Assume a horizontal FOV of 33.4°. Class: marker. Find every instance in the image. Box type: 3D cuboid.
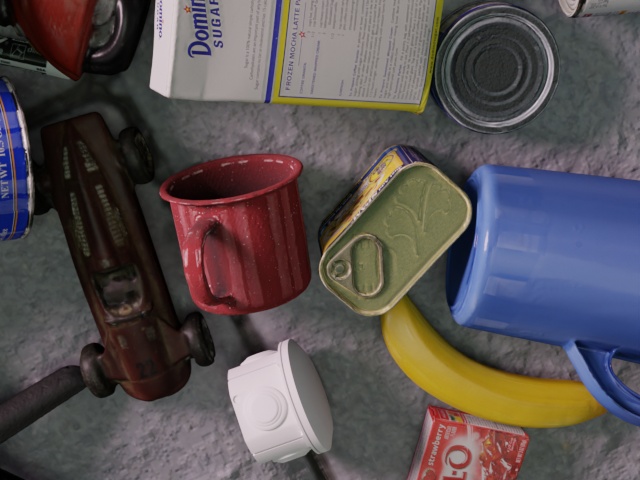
[{"bbox_3d":[-0.219,-0.125,0.683,0.121,0.020,0.020,11,105,-7],"label":"marker"}]

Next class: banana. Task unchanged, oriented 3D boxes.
[{"bbox_3d":[0.115,0.092,0.757,0.197,0.037,0.070,32,102,-12],"label":"banana"}]

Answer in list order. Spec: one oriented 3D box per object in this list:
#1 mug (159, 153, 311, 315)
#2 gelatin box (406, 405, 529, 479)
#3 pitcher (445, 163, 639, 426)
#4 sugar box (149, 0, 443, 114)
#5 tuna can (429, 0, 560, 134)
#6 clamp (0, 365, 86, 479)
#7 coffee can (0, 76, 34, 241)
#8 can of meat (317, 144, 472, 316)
[{"bbox_3d":[-0.054,0.001,0.683,0.093,0.117,0.081,-1,112,20],"label":"mug"},{"bbox_3d":[0.105,0.172,0.782,0.073,0.030,0.089,12,104,-7],"label":"gelatin box"},{"bbox_3d":[0.209,0.031,0.695,0.242,0.149,0.145,9,116,-3],"label":"pitcher"},{"bbox_3d":[-0.013,-0.130,0.654,0.176,0.048,0.093,1,105,-23],"label":"sugar box"},{"bbox_3d":[0.113,-0.113,0.700,0.086,0.034,0.086,-1,106,-4],"label":"tuna can"},{"bbox_3d":[-0.234,0.139,0.727,0.171,0.039,0.120,8,93,-29],"label":"clamp"},{"bbox_3d":[-0.253,-0.042,0.637,0.140,0.103,0.103,-9,108,-27],"label":"coffee can"},{"bbox_3d":[0.044,-0.011,0.699,0.057,0.084,0.102,40,100,-13],"label":"can of meat"}]
